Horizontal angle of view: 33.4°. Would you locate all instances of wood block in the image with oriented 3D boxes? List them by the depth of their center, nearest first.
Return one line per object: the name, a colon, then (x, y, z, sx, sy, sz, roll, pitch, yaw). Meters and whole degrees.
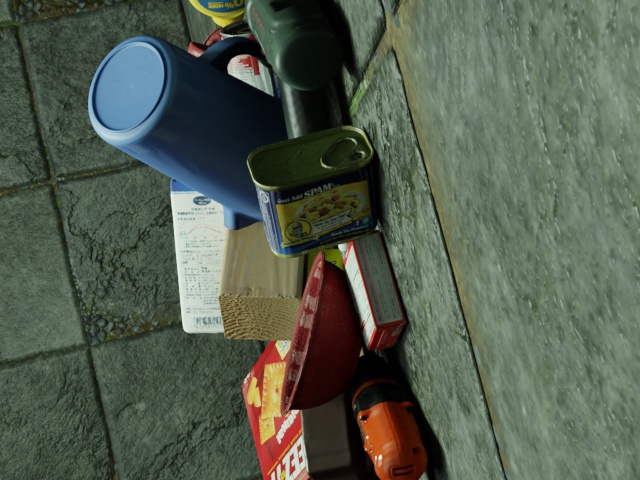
wood block: (-0.057, 0.002, 1.200, 0.091, 0.090, 0.206, 86, -174, -54)

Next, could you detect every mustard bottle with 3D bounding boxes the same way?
mustard bottle: (-0.115, -0.318, 1.264, 0.192, 0.096, 0.058, 90, 165, -60)

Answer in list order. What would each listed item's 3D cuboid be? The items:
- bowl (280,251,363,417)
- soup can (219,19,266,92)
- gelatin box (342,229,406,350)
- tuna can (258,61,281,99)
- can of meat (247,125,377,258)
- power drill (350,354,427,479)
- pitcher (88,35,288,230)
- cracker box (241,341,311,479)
bowl: (0.006, 0.094, 1.019, 0.162, 0.055, 0.162, -167, 91, -84)
soup can: (-0.079, -0.211, 1.296, 0.068, 0.068, 0.102, -117, 15, -63)
gelatin box: (0.047, 0.045, 0.940, 0.073, 0.030, 0.089, 100, 155, -69)
tuna can: (-0.048, -0.190, 1.226, 0.086, 0.033, 0.086, 167, 90, -83)
can of meat: (-0.003, -0.039, 0.898, 0.057, 0.102, 0.084, -112, 9, -47)
power drill: (0.066, 0.217, 0.991, 0.184, 0.057, 0.187, -105, 3, -67)
pitcher: (-0.108, -0.120, 1.065, 0.242, 0.145, 0.149, 25, -133, -55)
cracker box: (-0.021, 0.218, 1.335, 0.164, 0.072, 0.214, -56, 35, 33)
